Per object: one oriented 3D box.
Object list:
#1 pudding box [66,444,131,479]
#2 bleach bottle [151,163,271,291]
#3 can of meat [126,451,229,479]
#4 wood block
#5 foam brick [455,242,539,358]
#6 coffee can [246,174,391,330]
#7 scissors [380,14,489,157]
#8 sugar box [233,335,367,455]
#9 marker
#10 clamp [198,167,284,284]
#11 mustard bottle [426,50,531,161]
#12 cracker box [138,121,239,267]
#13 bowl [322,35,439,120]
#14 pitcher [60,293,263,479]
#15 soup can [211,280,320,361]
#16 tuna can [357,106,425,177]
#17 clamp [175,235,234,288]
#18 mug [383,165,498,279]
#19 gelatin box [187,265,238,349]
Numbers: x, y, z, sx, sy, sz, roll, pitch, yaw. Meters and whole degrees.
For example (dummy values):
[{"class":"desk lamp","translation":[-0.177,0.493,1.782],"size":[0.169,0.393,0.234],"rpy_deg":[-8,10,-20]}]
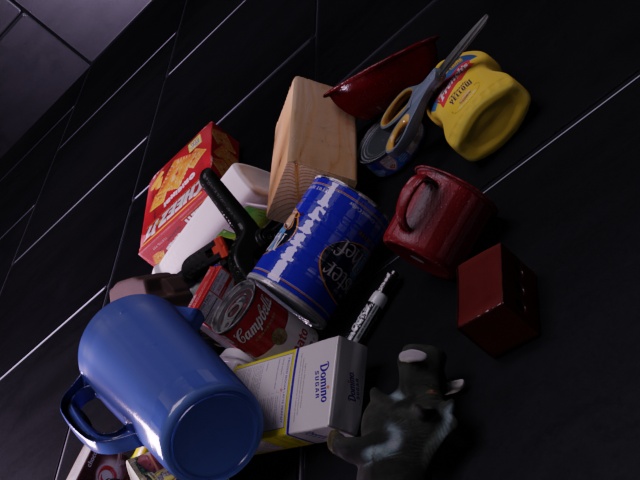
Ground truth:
[{"class":"pudding box","translation":[-0.253,0.299,1.231],"size":[0.039,0.090,0.113],"rpy_deg":[-26,34,44]},{"class":"bleach bottle","translation":[-0.154,0.009,1.476],"size":[0.251,0.102,0.068],"rpy_deg":[-49,57,19]},{"class":"can of meat","translation":[-0.149,0.250,1.115],"size":[0.083,0.057,0.102],"rpy_deg":[-18,17,-19]},{"class":"wood block","translation":[-0.009,-0.110,1.346],"size":[0.206,0.090,0.091],"rpy_deg":[-87,16,-53]},{"class":"foam brick","translation":[0.153,0.052,0.925],"size":[0.051,0.053,0.078],"rpy_deg":[-35,30,32]},{"class":"coffee can","translation":[-0.001,0.013,1.181],"size":[0.140,0.102,0.103],"rpy_deg":[-56,25,-11]},{"class":"scissors","translation":[0.122,-0.162,1.187],"size":[0.202,0.016,0.096],"rpy_deg":[-38,36,53]},{"class":"sugar box","translation":[-0.028,0.160,1.076],"size":[0.177,0.048,0.093],"rpy_deg":[-19,55,45]},{"class":"marker","translation":[0.047,0.083,1.103],"size":[0.121,0.020,0.020],"rpy_deg":[-57,25,-13]},{"class":"clamp","translation":[-0.059,0.002,1.308],"size":[0.036,0.164,0.210],"rpy_deg":[121,145,-47]},{"class":"mustard bottle","translation":[0.165,-0.163,1.195],"size":[0.096,0.058,0.192],"rpy_deg":[-50,24,15]},{"class":"cracker box","translation":[-0.205,-0.069,1.680],"size":[0.164,0.072,0.213],"rpy_deg":[-41,27,22]},{"class":"bowl","translation":[0.086,-0.194,1.329],"size":[0.162,0.055,0.162],"rpy_deg":[-27,3,1]},{"class":"pitcher","translation":[-0.164,0.160,1.105],"size":[0.243,0.144,0.149],"rpy_deg":[30,103,58]},{"class":"soup can","translation":[-0.058,0.099,1.160],"size":[0.069,0.102,0.068],"rpy_deg":[-39,27,24]},{"class":"tuna can","translation":[0.086,-0.118,1.295],"size":[0.086,0.033,0.086],"rpy_deg":[-39,27,24]},{"class":"clamp","translation":[-0.156,0.038,1.373],"size":[0.120,0.039,0.172],"rpy_deg":[-30,-10,-18]},{"class":"mug","translation":[0.108,-0.020,1.033],"size":[0.093,0.117,0.081],"rpy_deg":[24,80,37]},{"class":"gelatin box","translation":[-0.113,0.084,1.288],"size":[0.030,0.089,0.073],"rpy_deg":[-12,45,54]}]
